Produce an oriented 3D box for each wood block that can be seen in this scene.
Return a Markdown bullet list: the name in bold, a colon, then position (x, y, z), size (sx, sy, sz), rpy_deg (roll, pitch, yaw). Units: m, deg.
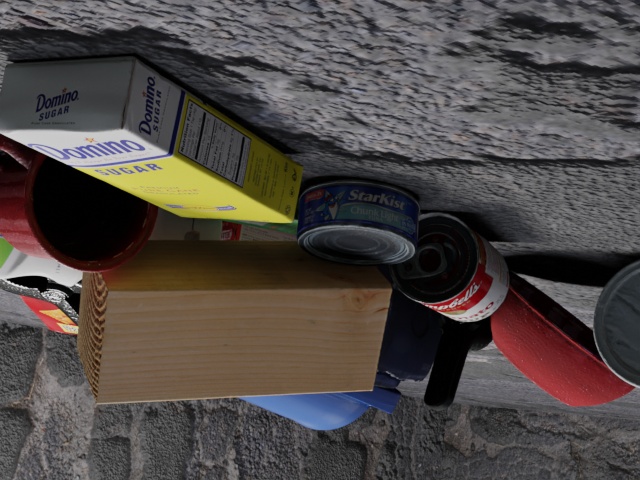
- **wood block**: position (-0.065, 0.055, 0.778), size (0.205, 0.091, 0.090), rpy_deg (0, -158, -22)

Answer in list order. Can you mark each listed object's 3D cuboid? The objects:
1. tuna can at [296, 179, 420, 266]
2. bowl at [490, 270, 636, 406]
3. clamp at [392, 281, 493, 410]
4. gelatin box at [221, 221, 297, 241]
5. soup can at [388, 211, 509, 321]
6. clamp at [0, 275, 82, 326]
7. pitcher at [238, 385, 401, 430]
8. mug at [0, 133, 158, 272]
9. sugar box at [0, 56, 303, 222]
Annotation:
- **tuna can**: position (0.026, -0.011, 0.746), size (0.086, 0.034, 0.086), rpy_deg (5, 160, 2)
- **bowl**: position (0.203, 0.094, 0.927), size (0.162, 0.055, 0.162), rpy_deg (36, -169, -8)
- **clamp**: position (0.120, 0.075, 0.931), size (0.039, 0.120, 0.171), rpy_deg (-4, -177, 36)
- **gelatin box**: position (-0.056, 0.001, 0.929), size (0.089, 0.030, 0.073), rpy_deg (15, 168, -35)
- **soup can**: position (0.100, 0.023, 0.813), size (0.069, 0.068, 0.102), rpy_deg (4, 170, 24)
- **clamp**: position (-0.232, 0.035, 0.986), size (0.165, 0.036, 0.209), rpy_deg (-20, 141, 38)
- **pitcher**: position (-0.038, 0.096, 0.982), size (0.149, 0.145, 0.242), rpy_deg (-23, 153, 22)
- **mug**: position (-0.175, -0.034, 0.700), size (0.117, 0.093, 0.082), rpy_deg (39, 159, -31)
- **sugar box**: position (-0.093, -0.053, 0.621), size (0.093, 0.048, 0.176), rpy_deg (3, 169, 30)
